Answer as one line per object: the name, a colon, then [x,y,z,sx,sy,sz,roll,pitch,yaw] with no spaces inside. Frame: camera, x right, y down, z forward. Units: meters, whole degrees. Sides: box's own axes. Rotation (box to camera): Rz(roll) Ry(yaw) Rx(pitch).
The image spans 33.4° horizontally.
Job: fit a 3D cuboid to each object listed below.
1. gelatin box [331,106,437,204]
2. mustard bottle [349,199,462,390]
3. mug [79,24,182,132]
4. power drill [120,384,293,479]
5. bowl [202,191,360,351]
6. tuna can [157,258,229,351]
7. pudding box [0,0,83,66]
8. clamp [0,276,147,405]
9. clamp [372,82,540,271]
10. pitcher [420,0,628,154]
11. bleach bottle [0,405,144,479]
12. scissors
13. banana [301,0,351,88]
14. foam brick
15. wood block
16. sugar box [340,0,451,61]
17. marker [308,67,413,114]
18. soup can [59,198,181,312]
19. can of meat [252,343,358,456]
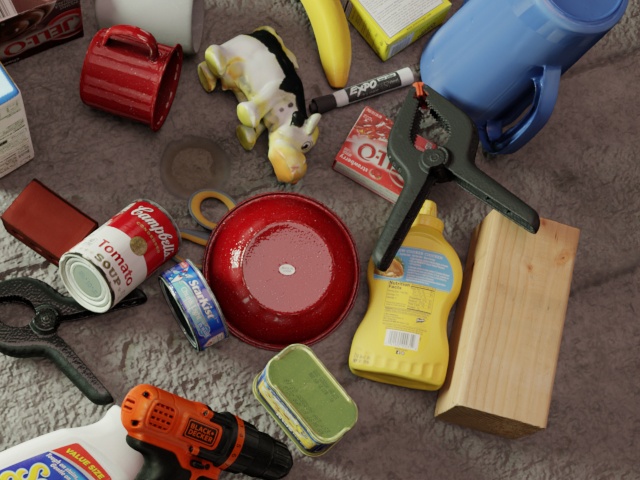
gelatin box: [0.068,-0.089,1.130,0.089,0.030,0.073,30,70,1]
mustard bottle: [0.092,0.049,1.076,0.096,0.058,0.191,10,71,7]
mug: [-0.191,-0.172,1.071,0.081,0.117,0.093,17,59,1]
power drill: [-0.124,0.241,0.964,0.184,0.057,0.187,29,74,-30]
bowl: [-0.035,0.028,1.049,0.162,0.055,0.162,1,85,-8]
tuna can: [-0.122,0.063,1.023,0.033,0.086,0.086,-28,79,-15]
pudding box: [-0.298,-0.222,1.080,0.113,0.090,0.039,-23,77,-15]
clamp: [-0.258,0.090,1.016,0.171,0.039,0.120,8,60,-7]
clamp: [0.129,-0.072,1.073,0.165,0.036,0.210,-8,59,12]
pitcher: [0.206,-0.201,1.076,0.149,0.243,0.145,42,70,-3]
bleach bottle: [-0.251,0.218,0.968,0.250,0.068,0.102,-30,83,-19]
scissors: [-0.057,0.001,1.090,0.201,0.016,0.096,7,73,-7]
banana: [-0.014,-0.260,1.160,0.198,0.070,0.037,54,34,10]
foam brick: [-0.262,-0.013,1.041,0.078,0.053,0.051,34,71,3]
wood block: [0.185,0.083,1.065,0.090,0.091,0.206,16,71,-4]
sugar box: [0.053,-0.294,1.185,0.093,0.048,0.176,-35,78,-17]
marker: [0.044,-0.161,1.155,0.121,0.020,0.020,-20,77,-15]
soup can: [-0.191,0.014,1.018,0.068,0.069,0.102,42,48,5]
can of meat: [-0.014,0.151,1.015,0.057,0.084,0.102,-38,82,-18]
